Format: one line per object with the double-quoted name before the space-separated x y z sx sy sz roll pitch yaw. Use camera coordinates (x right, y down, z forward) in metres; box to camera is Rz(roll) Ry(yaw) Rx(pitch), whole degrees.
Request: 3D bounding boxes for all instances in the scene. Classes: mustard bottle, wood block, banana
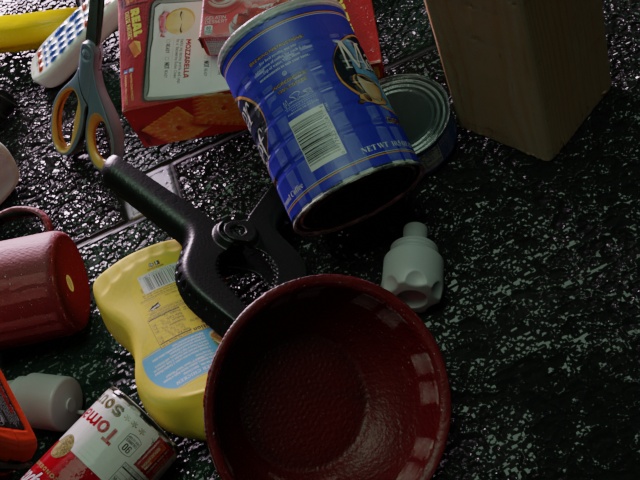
"mustard bottle" -0.086 0.082 0.750 0.096 0.058 0.192 -21 48 -17
"wood block" 0.138 -0.166 0.757 0.090 0.206 0.090 28 67 35
"banana" -0.323 -0.219 1.088 0.198 0.037 0.069 9 53 26

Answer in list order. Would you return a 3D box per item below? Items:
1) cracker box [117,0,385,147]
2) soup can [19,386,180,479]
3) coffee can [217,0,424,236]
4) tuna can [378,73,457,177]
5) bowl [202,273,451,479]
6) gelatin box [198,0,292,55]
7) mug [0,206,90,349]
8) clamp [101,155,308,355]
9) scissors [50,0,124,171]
"cracker box" -0.061 -0.180 0.904 0.214 0.072 0.164 -10 65 5
"soup can" -0.152 0.157 0.715 0.069 0.068 0.102 31 69 36
"coffee can" -0.001 -0.089 0.771 0.103 0.103 0.140 -26 75 1
"tuna can" 0.063 -0.087 0.836 0.086 0.033 0.086 -11 55 15
"bowl" -0.001 0.103 0.672 0.162 0.162 0.055 -49 11 -18
"gelatin box" -0.049 -0.186 0.847 0.089 0.030 0.073 0 66 8
"mug" -0.230 0.028 0.827 0.081 0.093 0.117 -12 67 7
"clamp" -0.055 0.001 0.779 0.164 0.036 0.210 -9 46 -23
"scissors" -0.184 -0.141 0.903 0.096 0.202 0.016 45 40 19
